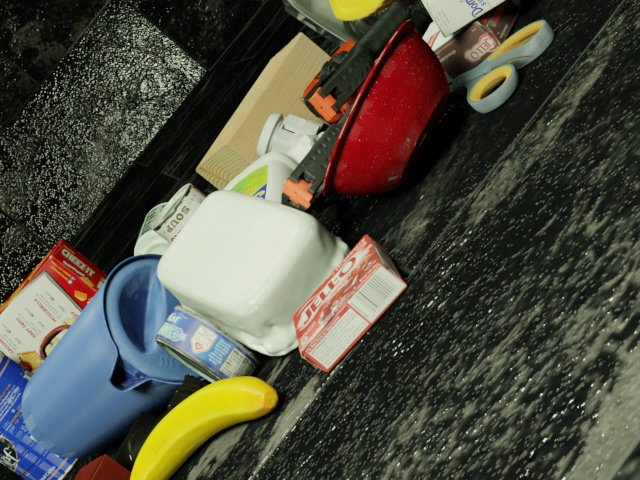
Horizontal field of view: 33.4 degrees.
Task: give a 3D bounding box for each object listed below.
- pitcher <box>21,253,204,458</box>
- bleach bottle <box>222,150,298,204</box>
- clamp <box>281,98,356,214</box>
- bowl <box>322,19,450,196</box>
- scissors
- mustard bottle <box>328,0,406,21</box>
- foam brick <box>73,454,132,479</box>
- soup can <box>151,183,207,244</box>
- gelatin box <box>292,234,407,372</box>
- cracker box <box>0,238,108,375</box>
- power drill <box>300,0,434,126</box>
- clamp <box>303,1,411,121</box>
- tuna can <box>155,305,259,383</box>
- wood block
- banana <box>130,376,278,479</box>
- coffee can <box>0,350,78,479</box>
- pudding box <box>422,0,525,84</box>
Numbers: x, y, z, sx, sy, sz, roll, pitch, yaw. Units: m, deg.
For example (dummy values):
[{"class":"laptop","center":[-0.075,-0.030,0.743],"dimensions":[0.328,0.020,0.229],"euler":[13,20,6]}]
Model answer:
[{"class":"pitcher","center":[-0.197,0.119,1.059],"dimensions":[0.243,0.148,0.145],"euler":[-41,59,43]},{"class":"bleach bottle","center":[-0.057,0.001,1.043],"dimensions":[0.103,0.068,0.251],"euler":[-37,22,14]},{"class":"clamp","center":[0.012,-0.079,0.961],"dimensions":[0.165,0.036,0.209],"euler":[-58,-3,17]},{"class":"bowl","center":[0.062,-0.097,0.879],"dimensions":[0.162,0.055,0.162],"euler":[-60,-8,-14]},{"class":"scissors","center":[0.121,-0.124,0.912],"dimensions":[0.202,0.016,0.096],"euler":[-31,25,52]},{"class":"mustard bottle","center":[0.102,-0.301,1.214],"dimensions":[0.191,0.058,0.096],"euler":[-27,5,-40]},{"class":"foam brick","center":[-0.190,0.231,0.901],"dimensions":[0.051,0.053,0.078],"euler":[-35,20,44]},{"class":"soup can","center":[-0.127,-0.007,1.182],"dimensions":[0.069,0.102,0.068],"euler":[-46,16,16]},{"class":"gelatin box","center":[0.019,0.045,0.781],"dimensions":[0.089,0.030,0.073],"euler":[-48,15,9]},{"class":"cracker box","center":[-0.323,0.130,1.305],"dimensions":[0.214,0.164,0.072],"euler":[-46,14,15]},{"class":"power drill","center":[0.062,-0.199,1.180],"dimensions":[0.184,0.057,0.188],"euler":[-51,14,-13]},{"class":"clamp","center":[0.033,-0.171,1.028],"dimensions":[0.120,0.039,0.171],"euler":[-45,13,28]},{"class":"tuna can","center":[-0.095,0.092,0.890],"dimensions":[0.033,0.086,0.086],"euler":[-56,16,-14]},{"class":"wood block","center":[-0.055,-0.147,1.329],"dimensions":[0.090,0.090,0.206],"euler":[-30,25,54]},{"class":"banana","center":[-0.097,0.155,0.855],"dimensions":[0.198,0.037,0.069],"euler":[-45,42,30]},{"class":"coffee can","center":[-0.343,0.208,1.224],"dimensions":[0.103,0.140,0.103],"euler":[-46,16,17]},{"class":"pudding box","center":[0.133,-0.190,0.991],"dimensions":[0.114,0.039,0.090],"euler":[-28,24,49]}]
